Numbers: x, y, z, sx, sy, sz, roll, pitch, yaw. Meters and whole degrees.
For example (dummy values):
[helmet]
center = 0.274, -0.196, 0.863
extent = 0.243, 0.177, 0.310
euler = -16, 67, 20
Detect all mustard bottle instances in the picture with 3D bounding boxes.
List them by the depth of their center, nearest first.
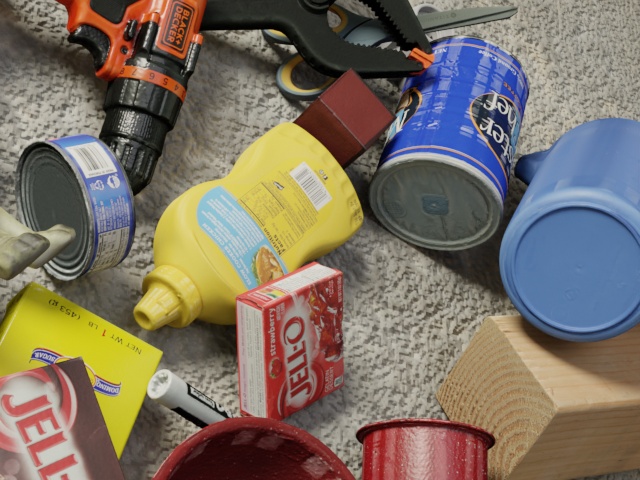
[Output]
[mustard bottle]
center = -0.055, 0.001, 0.717
extent = 0.096, 0.058, 0.191
euler = 54, 48, -6

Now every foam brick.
[foam brick]
center = 0.008, -0.079, 0.792
extent = 0.051, 0.078, 0.052
euler = 46, 47, -5

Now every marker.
[marker]
center = -0.059, 0.113, 0.653
extent = 0.121, 0.020, 0.020
euler = 42, 45, -40

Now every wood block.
[wood block]
center = 0.203, 0.114, 0.798
extent = 0.205, 0.090, 0.091
euler = 1, 41, -34

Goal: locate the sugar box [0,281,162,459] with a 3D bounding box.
[sugar box]
center = -0.162, 0.120, 0.588
extent = 0.093, 0.048, 0.176
euler = 31, 51, -18

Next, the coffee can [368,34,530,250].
[coffee can]
center = 0.103, -0.077, 0.840
extent = 0.102, 0.103, 0.140
euler = 32, 51, -17

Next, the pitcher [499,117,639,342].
[pitcher]
center = 0.219, -0.007, 0.800
extent = 0.145, 0.149, 0.242
euler = 65, 24, -5

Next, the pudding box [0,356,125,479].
[pudding box]
center = -0.148, 0.124, 0.540
extent = 0.089, 0.039, 0.113
euler = -13, 77, -38

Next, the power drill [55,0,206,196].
[power drill]
center = -0.167, -0.137, 0.687
extent = 0.187, 0.057, 0.184
euler = 23, 72, -33

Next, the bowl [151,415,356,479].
[bowl]
center = -0.043, 0.189, 0.626
extent = 0.161, 0.055, 0.162
euler = 16, 58, -27

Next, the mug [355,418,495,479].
[mug]
center = 0.072, 0.172, 0.703
extent = 0.117, 0.093, 0.081
euler = 48, 41, -56

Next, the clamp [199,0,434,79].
[clamp]
center = -0.004, -0.195, 0.805
extent = 0.210, 0.036, 0.164
euler = 24, 84, -5

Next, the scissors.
[scissors]
center = 0.050, -0.149, 0.835
extent = 0.202, 0.016, 0.096
euler = 7, 75, 5

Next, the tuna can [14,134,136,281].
[tuna can]
center = -0.149, -0.021, 0.646
extent = 0.033, 0.086, 0.086
euler = -17, 77, -41

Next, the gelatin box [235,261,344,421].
[gelatin box]
center = -0.018, 0.068, 0.695
extent = 0.073, 0.030, 0.089
euler = -22, 120, -42
